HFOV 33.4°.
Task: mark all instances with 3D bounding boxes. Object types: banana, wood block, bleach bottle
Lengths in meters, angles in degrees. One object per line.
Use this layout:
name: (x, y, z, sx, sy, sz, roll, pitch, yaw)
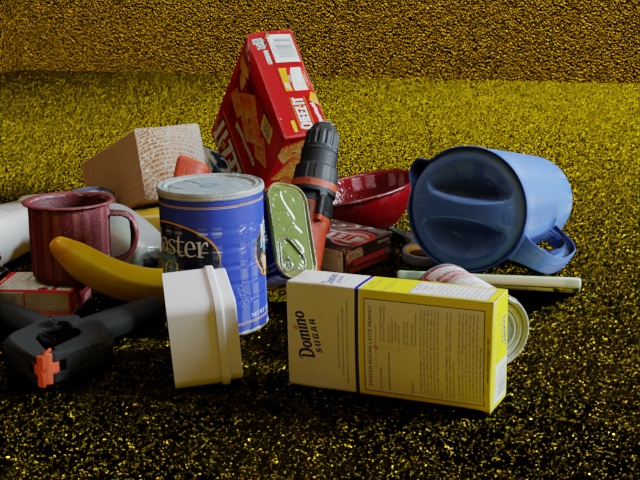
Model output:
banana: (-0.185, 0.032, 1.094, 0.197, 0.069, 0.037, 1, -25, -43)
wood block: (-0.231, -0.083, 1.389, 0.090, 0.091, 0.206, -9, -4, -31)
bleach bottle: (-0.378, -0.020, 1.349, 0.103, 0.068, 0.250, 4, 13, 17)

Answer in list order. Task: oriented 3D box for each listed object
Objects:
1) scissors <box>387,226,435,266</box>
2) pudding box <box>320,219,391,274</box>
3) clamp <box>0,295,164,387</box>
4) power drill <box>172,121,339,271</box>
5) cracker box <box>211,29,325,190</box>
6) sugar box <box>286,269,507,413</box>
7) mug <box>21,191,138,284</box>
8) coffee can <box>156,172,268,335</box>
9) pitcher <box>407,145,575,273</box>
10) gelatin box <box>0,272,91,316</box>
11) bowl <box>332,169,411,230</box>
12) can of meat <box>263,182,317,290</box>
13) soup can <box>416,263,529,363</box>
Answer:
scissors: (0.104, 0.003, 1.299, 0.096, 0.016, 0.202, -13, 18, -36)
pudding box: (0.013, 0.006, 1.249, 0.114, 0.039, 0.089, 10, 19, 39)
clamp: (-0.241, 0.086, 0.971, 0.164, 0.036, 0.210, -1, 11, 3)
power drill: (-0.074, -0.052, 1.205, 0.188, 0.184, 0.057, 5, -16, 17)
cracker box: (-0.072, -0.143, 1.396, 0.072, 0.164, 0.214, -9, -26, -25)
sugar box: (0.060, 0.078, 0.861, 0.176, 0.093, 0.048, 6, 16, 26)
mug: (-0.247, -0.003, 1.107, 0.117, 0.081, 0.093, -2, 14, -7)
coffee can: (-0.104, 0.013, 1.034, 0.103, 0.140, 0.103, -1, 15, 0)
pitcher: (0.211, -0.034, 1.207, 0.145, 0.149, 0.242, -11, -1, 29)
gelatin box: (-0.290, 0.056, 1.108, 0.089, 0.030, 0.073, 1, 14, 3)
bowl: (0.051, -0.044, 1.375, 0.162, 0.055, 0.162, -12, 14, 3)
can of meat: (-0.057, 0.001, 1.110, 0.084, 0.102, 0.057, -22, -19, 40)
soup can: (0.131, 0.066, 0.950, 0.068, 0.068, 0.102, -7, 16, -19)
